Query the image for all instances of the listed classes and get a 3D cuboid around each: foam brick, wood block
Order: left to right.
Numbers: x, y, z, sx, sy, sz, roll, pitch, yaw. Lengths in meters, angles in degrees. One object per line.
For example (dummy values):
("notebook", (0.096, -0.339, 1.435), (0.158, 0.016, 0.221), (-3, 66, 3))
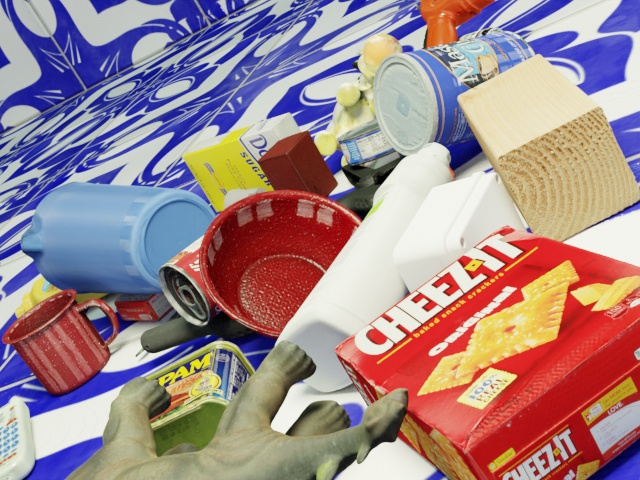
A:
("foam brick", (-0.027, -0.080, 1.258), (0.051, 0.078, 0.052), (-10, 28, 42))
("wood block", (0.192, -0.084, 0.928), (0.091, 0.090, 0.206), (-28, 19, 8))

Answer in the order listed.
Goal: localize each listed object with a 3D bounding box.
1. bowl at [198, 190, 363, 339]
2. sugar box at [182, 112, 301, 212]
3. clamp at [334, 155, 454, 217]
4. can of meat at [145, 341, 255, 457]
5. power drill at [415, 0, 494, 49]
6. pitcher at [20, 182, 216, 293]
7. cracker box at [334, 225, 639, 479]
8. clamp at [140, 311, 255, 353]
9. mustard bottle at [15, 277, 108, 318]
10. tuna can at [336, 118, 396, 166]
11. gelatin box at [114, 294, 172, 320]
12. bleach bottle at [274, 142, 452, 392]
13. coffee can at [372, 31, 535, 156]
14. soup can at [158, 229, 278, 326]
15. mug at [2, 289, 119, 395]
("bowl", (-0.028, 0.032, 0.947), (0.162, 0.055, 0.162), (3, 52, -4))
("sugar box", (-0.088, -0.097, 1.365), (0.177, 0.093, 0.048), (-11, 28, 45))
("clamp", (0.049, -0.047, 1.125), (0.210, 0.036, 0.164), (-11, 28, 51))
("can of meat", (-0.105, 0.140, 0.870), (0.102, 0.057, 0.084), (-27, 23, 13))
("power drill", (0.167, -0.232, 1.262), (0.185, 0.057, 0.187), (-20, 47, 44))
("pitcher", (-0.207, -0.003, 1.187), (0.243, 0.145, 0.149), (2, 50, 52))
("cracker box", (0.120, 0.073, 0.677), (0.164, 0.072, 0.214), (-34, 19, -10))
("clamp", (-0.099, 0.074, 1.045), (0.120, 0.039, 0.172), (-45, 23, -31))
("mustard bottle", (-0.311, 0.056, 1.374), (0.192, 0.058, 0.096), (-26, 21, 13))
("tuna can", (0.064, -0.114, 1.194), (0.086, 0.034, 0.086), (-22, 11, 4))
("gelatin box", (-0.184, 0.057, 1.229), (0.073, 0.030, 0.089), (-5, 33, 49))
("bleach bottle", (0.054, 0.004, 0.878), (0.103, 0.068, 0.250), (-43, 12, 53))
("coffee can", (0.139, -0.150, 1.081), (0.140, 0.103, 0.103), (-17, 12, -27))
("soup can", (-0.093, 0.025, 1.007), (0.102, 0.068, 0.069), (-39, 20, -32))
("mug", (-0.272, 0.107, 1.157), (0.117, 0.081, 0.093), (-30, 19, 5))
